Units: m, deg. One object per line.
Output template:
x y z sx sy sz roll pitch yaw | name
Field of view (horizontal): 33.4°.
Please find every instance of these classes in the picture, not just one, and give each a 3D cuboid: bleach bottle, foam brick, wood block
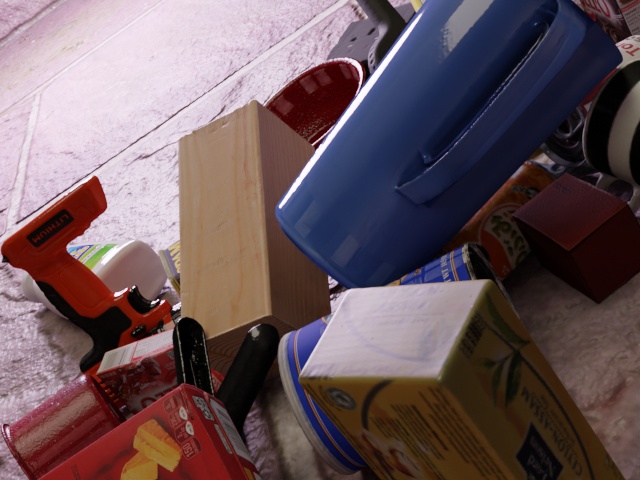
-0.269 0.047 1.170 0.251 0.068 0.102 -1 43 52 | bleach bottle
0.180 -0.003 0.734 0.053 0.051 0.078 -37 27 -3 | foam brick
-0.056 0.001 0.880 0.090 0.090 0.206 -24 53 26 | wood block

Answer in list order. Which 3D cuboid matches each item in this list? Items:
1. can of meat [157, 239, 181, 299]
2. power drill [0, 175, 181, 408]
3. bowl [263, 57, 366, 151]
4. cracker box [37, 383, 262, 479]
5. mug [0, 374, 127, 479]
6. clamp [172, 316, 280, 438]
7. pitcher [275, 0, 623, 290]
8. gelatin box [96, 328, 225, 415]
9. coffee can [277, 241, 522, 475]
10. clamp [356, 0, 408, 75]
-0.101 0.020 1.021 0.084 0.057 0.102 -35 27 -1 | can of meat
-0.172 0.038 0.937 0.184 0.187 0.057 -35 9 4 | power drill
-0.006 -0.116 1.114 0.162 0.055 0.162 -29 33 21 | bowl
-0.124 0.213 0.648 0.214 0.072 0.164 -34 61 4 | cracker box
-0.206 0.161 0.888 0.081 0.093 0.117 -36 25 -10 | mug
-0.083 0.132 0.751 0.120 0.039 0.171 13 88 60 | clamp
0.082 -0.075 0.730 0.243 0.149 0.145 -51 59 9 | pitcher
-0.129 0.115 0.885 0.089 0.073 0.030 -20 32 27 | gelatin box
0.058 0.077 0.693 0.140 0.102 0.103 -28 28 16 | coffee can
0.087 -0.207 1.093 0.036 0.164 0.210 106 177 -56 | clamp
